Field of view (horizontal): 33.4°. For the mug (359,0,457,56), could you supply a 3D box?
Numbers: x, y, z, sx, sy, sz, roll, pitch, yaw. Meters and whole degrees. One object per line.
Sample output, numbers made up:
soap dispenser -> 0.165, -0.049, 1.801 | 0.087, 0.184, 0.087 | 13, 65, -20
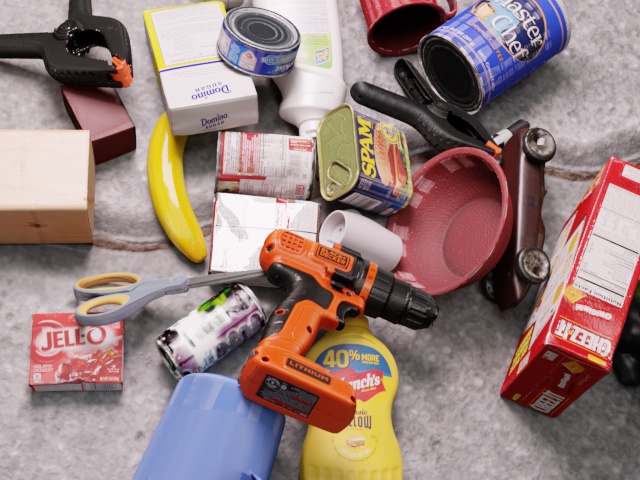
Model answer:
mug -> 0.099, -0.271, 1.212 | 0.117, 0.093, 0.081 | -8, 63, -15

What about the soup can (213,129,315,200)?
soup can -> -0.059, -0.079, 1.119 | 0.102, 0.068, 0.068 | 4, 66, -6

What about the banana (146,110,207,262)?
banana -> -0.148, -0.072, 1.121 | 0.069, 0.037, 0.198 | 3, 66, -5

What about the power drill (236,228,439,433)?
power drill -> 0.013, 0.085, 0.988 | 0.184, 0.057, 0.187 | 22, 42, -2

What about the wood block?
wood block -> -0.332, -0.052, 1.061 | 0.206, 0.091, 0.090 | 0, 68, -7

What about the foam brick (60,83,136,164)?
foam brick -> -0.233, -0.129, 1.128 | 0.051, 0.053, 0.078 | -24, 71, -16

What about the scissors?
scissors -> -0.150, 0.053, 1.033 | 0.202, 0.016, 0.096 | -1, 28, 13

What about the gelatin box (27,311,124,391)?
gelatin box -> -0.236, 0.108, 1.037 | 0.089, 0.030, 0.073 | 0, 67, -7

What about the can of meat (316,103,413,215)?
can of meat -> 0.047, -0.082, 1.120 | 0.083, 0.058, 0.102 | 17, 57, -38

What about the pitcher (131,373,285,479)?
pitcher -> -0.108, 0.245, 0.937 | 0.149, 0.145, 0.242 | 22, 63, -4

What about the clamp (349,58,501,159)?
clamp -> 0.124, -0.140, 1.166 | 0.171, 0.039, 0.120 | 34, 42, 4

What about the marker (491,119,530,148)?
marker -> 0.184, -0.103, 1.185 | 0.121, 0.020, 0.020 | -30, 73, -18

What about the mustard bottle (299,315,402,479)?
mustard bottle -> 0.028, 0.148, 1.037 | 0.096, 0.058, 0.191 | 3, 66, -7

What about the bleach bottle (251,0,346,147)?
bleach bottle -> -0.028, -0.222, 1.189 | 0.102, 0.068, 0.251 | -4, 70, -4

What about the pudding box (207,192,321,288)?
pudding box -> -0.057, 0.001, 1.101 | 0.113, 0.039, 0.090 | 4, 68, -3

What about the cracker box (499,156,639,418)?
cracker box -> 0.260, 0.050, 1.050 | 0.072, 0.164, 0.213 | 23, 66, 5

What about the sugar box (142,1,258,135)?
sugar box -> -0.130, -0.186, 1.140 | 0.093, 0.048, 0.176 | -10, 50, -10

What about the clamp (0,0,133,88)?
clamp -> -0.275, -0.210, 1.134 | 0.164, 0.036, 0.210 | -36, 51, -16

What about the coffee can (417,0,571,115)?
coffee can -> 0.194, -0.219, 1.191 | 0.140, 0.103, 0.103 | -36, 75, -19

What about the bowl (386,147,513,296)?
bowl -> 0.141, -0.011, 1.091 | 0.055, 0.162, 0.162 | 26, 59, -38

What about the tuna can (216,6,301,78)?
tuna can -> -0.064, -0.208, 1.116 | 0.086, 0.034, 0.086 | 12, 40, -11
